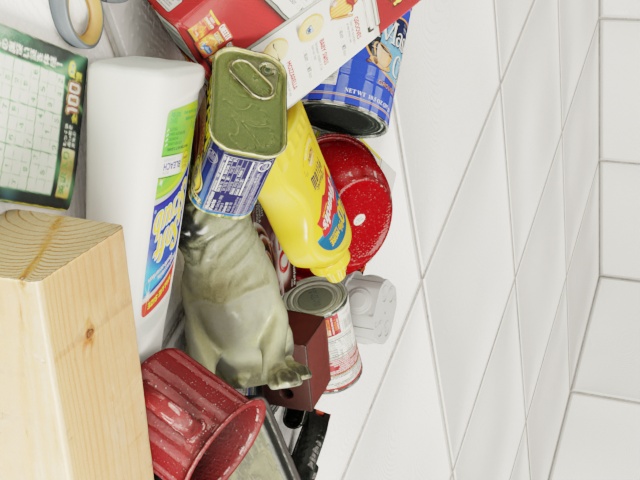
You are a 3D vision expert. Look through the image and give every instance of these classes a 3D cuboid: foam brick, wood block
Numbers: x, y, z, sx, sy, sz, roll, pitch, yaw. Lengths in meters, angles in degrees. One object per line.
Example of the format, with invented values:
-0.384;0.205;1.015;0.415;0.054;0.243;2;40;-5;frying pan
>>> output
-0.025;0.113;1.009;0.051;0.053;0.078;-52;142;-52;foam brick
-0.173;0.095;0.679;0.090;0.090;0.206;-43;136;-57;wood block

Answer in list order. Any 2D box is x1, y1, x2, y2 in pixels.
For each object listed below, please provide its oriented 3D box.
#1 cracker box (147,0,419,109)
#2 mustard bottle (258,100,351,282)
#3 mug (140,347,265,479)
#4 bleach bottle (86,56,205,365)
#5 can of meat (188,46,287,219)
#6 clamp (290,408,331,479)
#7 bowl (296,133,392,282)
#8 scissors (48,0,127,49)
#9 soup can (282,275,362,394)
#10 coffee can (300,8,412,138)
-0.020;-0.205;0.853;0.213;0.072;0.164;-41;149;-4;cracker box
-0.015;-0.032;0.972;0.096;0.058;0.191;-76;152;-45;mustard bottle
-0.102;0.128;0.764;0.093;0.081;0.117;-54;161;-9;mug
-0.135;-0.004;0.781;0.102;0.068;0.251;-46;143;-72;bleach bottle
-0.064;-0.078;0.799;0.084;0.057;0.102;120;-25;-50;can of meat
-0.021;0.248;1.138;0.120;0.039;0.171;124;-14;-57;clamp
0.022;-0.025;1.085;0.161;0.055;0.162;-15;115;-37;bowl
-0.176;-0.195;0.679;0.201;0.016;0.096;40;60;-64;scissors
0.002;0.095;1.069;0.068;0.069;0.102;-58;146;-46;soup can
0.032;-0.186;1.083;0.102;0.103;0.140;37;63;-65;coffee can
